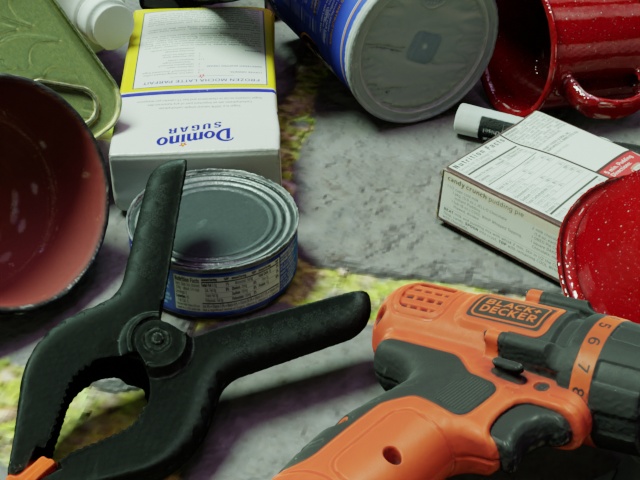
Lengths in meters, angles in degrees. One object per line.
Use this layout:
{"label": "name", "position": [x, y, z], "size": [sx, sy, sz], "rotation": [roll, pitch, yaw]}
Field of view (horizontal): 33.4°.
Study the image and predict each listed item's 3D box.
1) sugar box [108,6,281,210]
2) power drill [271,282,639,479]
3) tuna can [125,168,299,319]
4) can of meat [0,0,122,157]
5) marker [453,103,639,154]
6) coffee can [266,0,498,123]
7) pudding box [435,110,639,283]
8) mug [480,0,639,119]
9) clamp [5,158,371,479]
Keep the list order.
{"label": "sugar box", "position": [-0.071, -0.083, 0.639], "size": [0.093, 0.048, 0.176], "rotation": [-2, 40, -2]}
{"label": "power drill", "position": [0.060, 0.083, 0.385], "size": [0.185, 0.057, 0.187], "rotation": [10, 31, 40]}
{"label": "tuna can", "position": [-0.054, 0.001, 0.537], "size": [0.086, 0.034, 0.086], "rotation": [1, 37, -1]}
{"label": "can of meat", "position": [-0.164, -0.096, 0.589], "size": [0.057, 0.102, 0.084], "rotation": [-40, 19, -15]}
{"label": "marker", "position": [0.139, -0.059, 0.634], "size": [0.121, 0.020, 0.020], "rotation": [16, 40, 19]}
{"label": "coffee can", "position": [0.034, -0.153, 0.687], "size": [0.102, 0.103, 0.140], "rotation": [-14, 39, -20]}
{"label": "pudding box", "position": [0.132, -0.020, 0.568], "size": [0.114, 0.039, 0.089], "rotation": [29, 45, 34]}
{"label": "mug", "position": [0.158, -0.116, 0.657], "size": [0.081, 0.093, 0.117], "rotation": [-8, 45, -20]}
{"label": "clamp", "position": [-0.058, 0.050, 0.451], "size": [0.120, 0.039, 0.171], "rotation": [25, 61, 12]}
